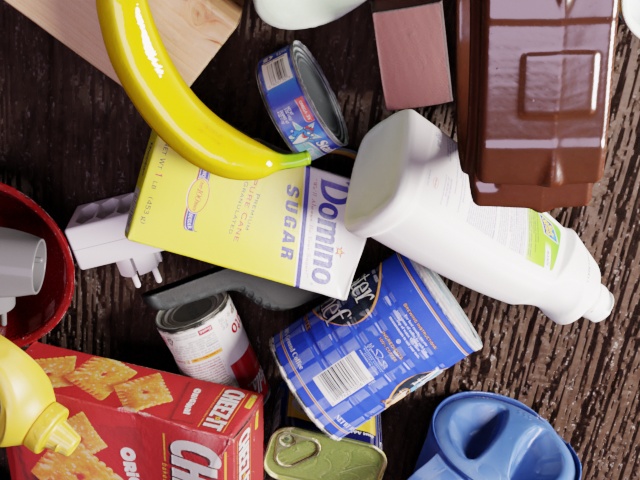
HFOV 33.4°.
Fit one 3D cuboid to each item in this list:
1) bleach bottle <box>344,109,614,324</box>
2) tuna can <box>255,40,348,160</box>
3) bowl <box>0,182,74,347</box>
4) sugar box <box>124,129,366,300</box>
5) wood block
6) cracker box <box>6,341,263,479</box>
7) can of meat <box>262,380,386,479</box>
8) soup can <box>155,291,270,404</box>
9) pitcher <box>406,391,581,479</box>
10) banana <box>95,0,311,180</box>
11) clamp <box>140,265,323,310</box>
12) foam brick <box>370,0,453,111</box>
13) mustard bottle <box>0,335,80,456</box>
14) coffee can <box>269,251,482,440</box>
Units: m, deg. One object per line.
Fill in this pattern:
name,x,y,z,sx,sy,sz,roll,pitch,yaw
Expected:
bleach bottle,0.135,0.004,0.821,0.250,0.102,0.068,31,142,-27
tuna can,-0.013,-0.102,0.792,0.034,0.086,0.086,-25,114,15
bowl,-0.277,0.010,0.876,0.162,0.055,0.162,1,117,2
sugar box,-0.051,-0.022,0.803,0.176,0.048,0.093,16,94,-16
wood block,-0.162,-0.194,0.747,0.206,0.090,0.091,36,113,-16
cracker box,-0.159,0.189,0.902,0.214,0.072,0.164,11,121,16
can of meat,0.004,0.168,0.933,0.102,0.084,0.057,14,118,-6
soup can,-0.092,0.098,0.909,0.068,0.068,0.102,-17,115,10
pitcher,0.119,0.266,0.953,0.149,0.145,0.243,18,120,-1
banana,-0.094,-0.104,0.723,0.069,0.037,0.197,-43,111,3
clamp,-0.056,0.001,0.855,0.171,0.039,0.120,6,96,-30
foam brick,0.068,-0.142,0.787,0.051,0.053,0.078,-7,117,5
mustard bottle,-0.269,0.107,0.829,0.191,0.058,0.096,33,129,4
coffee can,0.045,0.081,0.864,0.140,0.103,0.102,-35,112,8
